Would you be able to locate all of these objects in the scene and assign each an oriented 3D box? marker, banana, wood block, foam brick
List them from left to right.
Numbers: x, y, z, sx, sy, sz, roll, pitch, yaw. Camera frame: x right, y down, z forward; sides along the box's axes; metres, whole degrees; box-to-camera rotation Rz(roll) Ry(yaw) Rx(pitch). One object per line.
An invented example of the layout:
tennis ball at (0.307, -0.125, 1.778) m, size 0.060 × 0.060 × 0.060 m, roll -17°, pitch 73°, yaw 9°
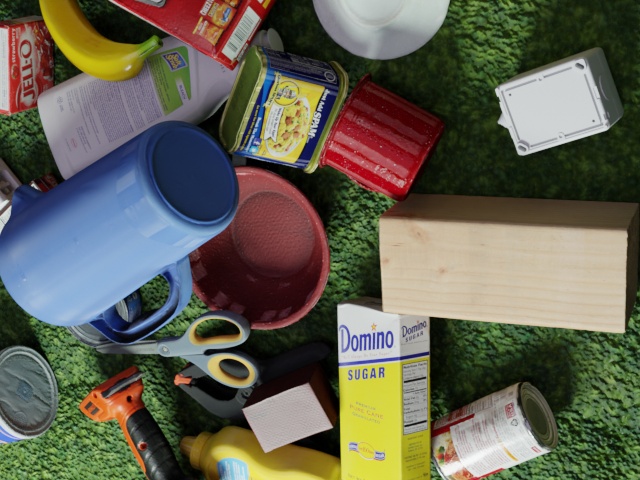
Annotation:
banana at (-0.220, -0.201, 1.006) m, size 0.198 × 0.037 × 0.069 m, roll 40°, pitch 92°, yaw 31°
marker at (-0.103, -0.077, 1.015) m, size 0.121 × 0.020 × 0.020 m, roll 6°, pitch 111°, yaw -8°
foam brick at (-0.027, 0.161, 1.035) m, size 0.078 × 0.051 × 0.053 m, roll -23°, pitch 101°, yaw 18°
wood block at (0.163, 0.016, 0.919) m, size 0.206 × 0.090 × 0.090 m, roll 3°, pitch 108°, yaw 22°

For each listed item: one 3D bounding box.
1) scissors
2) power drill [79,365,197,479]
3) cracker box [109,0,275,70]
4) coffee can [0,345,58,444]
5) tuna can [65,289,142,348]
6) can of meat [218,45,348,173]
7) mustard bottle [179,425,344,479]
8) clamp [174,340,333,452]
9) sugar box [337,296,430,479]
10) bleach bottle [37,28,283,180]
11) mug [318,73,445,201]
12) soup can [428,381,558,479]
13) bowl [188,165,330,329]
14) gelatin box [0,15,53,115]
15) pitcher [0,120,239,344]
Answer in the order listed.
scissors at (-0.138, 0.121, 1.079) m, size 0.202 × 0.016 × 0.096 m, roll -22°, pitch 109°, yaw 38°
power drill at (-0.182, 0.234, 1.132) m, size 0.188 × 0.057 × 0.185 m, roll 56°, pitch 149°, yaw 5°
cracker box at (-0.128, -0.271, 0.935) m, size 0.214 × 0.072 × 0.164 m, roll 31°, pitch 93°, yaw 12°
coffee can at (-0.381, 0.182, 1.195) m, size 0.140 × 0.102 × 0.103 m, roll -17°, pitch 99°, yaw 27°
tuna can at (-0.234, 0.069, 1.135) m, size 0.086 × 0.033 × 0.086 m, roll 7°, pitch 109°, yaw 21°
can of meat at (-0.035, -0.118, 0.955) m, size 0.083 × 0.057 × 0.102 m, roll 10°, pitch 118°, yaw -27°
mustard bottle at (-0.061, 0.236, 1.095) m, size 0.192 × 0.058 × 0.096 m, roll 13°, pitch 140°, yaw 24°
clamp at (-0.063, 0.141, 1.085) m, size 0.171 × 0.039 × 0.120 m, roll 15°, pitch 105°, yaw 11°
sugar box at (0.059, 0.145, 0.994) m, size 0.094 × 0.048 × 0.176 m, roll 6°, pitch 102°, yaw 53°
bleach bottle at (-0.147, -0.137, 1.016) m, size 0.251 × 0.068 × 0.102 m, roll -17°, pitch 96°, yaw 24°
mug at (0.054, -0.080, 0.943) m, size 0.081 × 0.093 × 0.117 m, roll 29°, pitch 146°, yaw 7°
soup can at (0.159, 0.179, 0.987) m, size 0.102 × 0.068 × 0.068 m, roll -29°, pitch 94°, yaw 27°
bowl at (-0.057, 0.001, 1.027) m, size 0.162 × 0.055 × 0.162 m, roll 7°, pitch 109°, yaw 21°
gelatin box at (-0.297, -0.175, 1.061) m, size 0.030 × 0.073 × 0.089 m, roll 12°, pitch 111°, yaw 19°
pitcher at (-0.180, -0.007, 0.988) m, size 0.243 × 0.149 × 0.145 m, roll -27°, pitch 52°, yaw 43°
